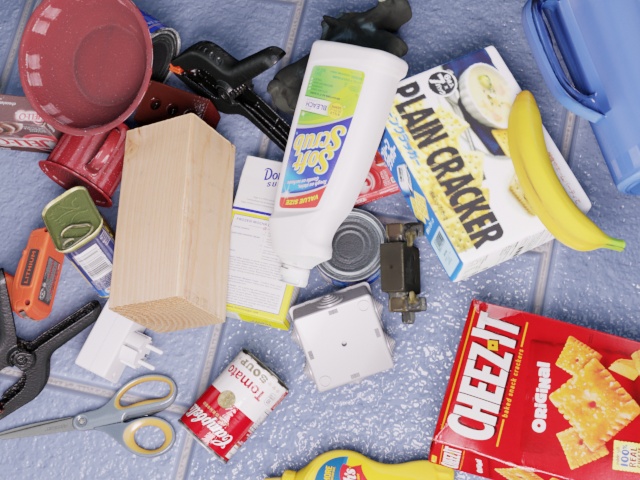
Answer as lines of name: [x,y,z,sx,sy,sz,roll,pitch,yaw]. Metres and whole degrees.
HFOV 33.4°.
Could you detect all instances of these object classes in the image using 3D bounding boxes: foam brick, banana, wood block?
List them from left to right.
wood block: [-0.154,-0.017,1.133,0.091,0.090,0.206,-12,63,27]
foam brick: [-0.163,-0.140,1.217,0.078,0.051,0.053,19,77,12]
banana: [0.232,-0.064,1.084,0.069,0.037,0.198,-14,71,-38]

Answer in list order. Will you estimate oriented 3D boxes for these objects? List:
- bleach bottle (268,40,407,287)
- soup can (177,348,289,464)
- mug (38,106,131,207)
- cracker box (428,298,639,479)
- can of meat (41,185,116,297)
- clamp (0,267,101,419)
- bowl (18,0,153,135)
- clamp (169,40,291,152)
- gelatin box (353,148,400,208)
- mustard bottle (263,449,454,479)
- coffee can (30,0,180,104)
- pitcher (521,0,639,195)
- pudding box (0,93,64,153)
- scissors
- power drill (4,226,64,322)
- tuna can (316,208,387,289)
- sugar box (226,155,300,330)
bleach bottle: [0.009,-0.074,1.100,0.103,0.068,0.251,16,93,32]
soup can: [-0.089,0.172,1.108,0.068,0.068,0.102,40,81,16]
mug: [-0.250,-0.097,1.186,0.093,0.117,0.081,33,73,-17]
cracker box: [0.231,0.163,1.050,0.214,0.072,0.164,15,60,10]
can of meat: [-0.247,0.003,1.149,0.057,0.084,0.102,-34,39,-5]
clamp: [-0.326,0.111,1.137,0.120,0.039,0.171,32,96,-20]
bowl: [-0.240,-0.191,1.143,0.162,0.055,0.162,1,92,18]
clamp: [-0.088,-0.163,1.189,0.210,0.164,0.036,23,58,41]
gelatin box: [0.043,-0.085,1.186,0.073,0.030,0.089,-19,72,1]
mustard bottle: [0.035,0.260,1.071,0.192,0.058,0.096,6,66,9]
coffee can: [-0.247,-0.233,1.228,0.140,0.103,0.102,34,80,15]
pitcher: [0.320,-0.175,1.128,0.149,0.144,0.243,-21,74,22]
pudding box: [-0.347,-0.133,1.218,0.113,0.090,0.039,8,73,10]
scissors: [-0.241,0.209,1.143,0.201,0.016,0.096,-25,72,0]
power drill: [-0.384,0.011,1.199,0.188,0.057,0.184,7,78,12]
tuna can: [0.033,0.009,1.158,0.086,0.033,0.086,-2,73,6]
sugar box: [-0.057,0.002,1.167,0.093,0.048,0.176,13,72,11]
